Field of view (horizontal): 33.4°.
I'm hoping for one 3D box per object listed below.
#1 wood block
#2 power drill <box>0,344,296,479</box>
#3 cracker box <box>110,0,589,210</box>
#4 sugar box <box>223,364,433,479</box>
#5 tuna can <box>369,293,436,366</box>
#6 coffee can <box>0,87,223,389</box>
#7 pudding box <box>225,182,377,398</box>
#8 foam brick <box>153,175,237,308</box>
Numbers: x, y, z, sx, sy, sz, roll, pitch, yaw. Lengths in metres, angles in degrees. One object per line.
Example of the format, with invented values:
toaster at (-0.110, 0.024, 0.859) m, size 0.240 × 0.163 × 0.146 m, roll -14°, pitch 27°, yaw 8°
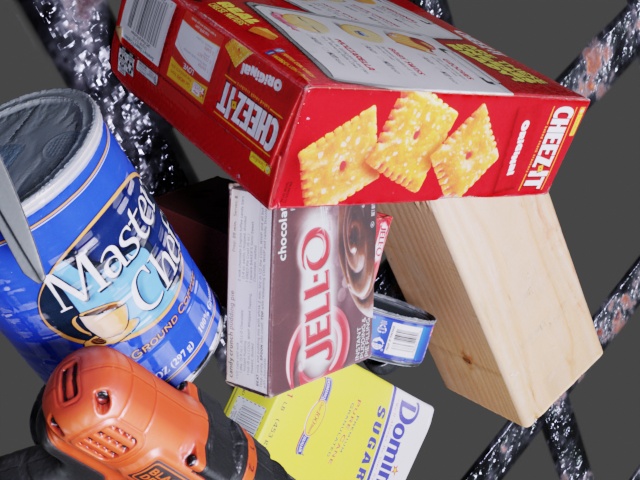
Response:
wood block at (0.111, 0.017, 0.745) m, size 0.090 × 0.091 × 0.206 m, roll -39°, pitch 124°, yaw -21°
power drill at (-0.119, 0.138, 0.545) m, size 0.188 × 0.057 × 0.184 m, roll -30°, pitch 134°, yaw 15°
cracker box at (0.016, -0.084, 0.592) m, size 0.213 × 0.164 × 0.072 m, roll -4°, pitch 123°, yaw -42°
sugar box at (0.008, 0.131, 0.755) m, size 0.176 × 0.048 × 0.093 m, roll 33°, pitch 80°, yaw -45°
tuna can at (0.033, 0.056, 0.725) m, size 0.085 × 0.086 × 0.034 m, roll 12°, pitch 97°, yaw -47°
coffee can at (-0.124, 0.010, 0.538) m, size 0.102 × 0.103 × 0.140 m, roll -47°, pitch 132°, yaw -23°
pudding box at (-0.009, 0.020, 0.581) m, size 0.089 × 0.039 × 0.113 m, roll -15°, pitch 109°, yaw -51°
foam brick at (-0.054, 0.001, 0.624) m, size 0.052 × 0.078 × 0.051 m, roll -22°, pitch 120°, yaw -39°
